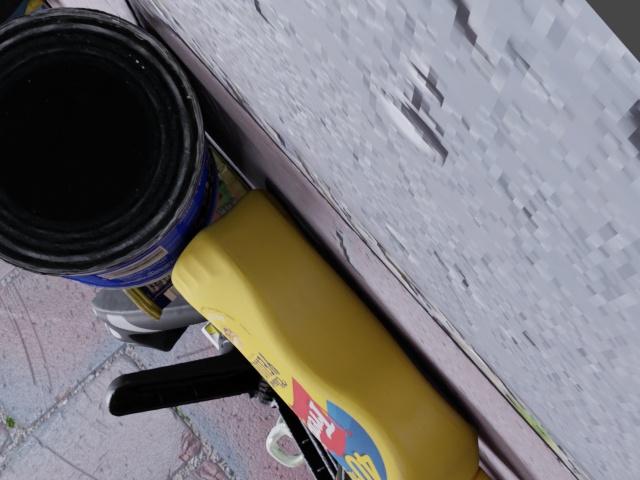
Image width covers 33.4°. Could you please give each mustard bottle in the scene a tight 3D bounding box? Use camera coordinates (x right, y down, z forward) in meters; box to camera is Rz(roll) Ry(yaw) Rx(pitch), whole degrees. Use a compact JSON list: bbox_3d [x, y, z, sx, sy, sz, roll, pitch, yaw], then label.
[{"bbox_3d":[0.015,0.067,0.481,0.191,0.058,0.096,48,161,2],"label":"mustard bottle"}]

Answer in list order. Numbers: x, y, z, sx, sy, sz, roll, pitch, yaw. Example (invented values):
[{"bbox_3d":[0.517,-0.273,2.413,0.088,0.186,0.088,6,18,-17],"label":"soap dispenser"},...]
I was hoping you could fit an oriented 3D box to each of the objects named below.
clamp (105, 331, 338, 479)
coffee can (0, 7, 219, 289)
[{"bbox_3d":[-0.043,0.089,0.716,0.164,0.036,0.210,21,-156,-1],"label":"clamp"},{"bbox_3d":[-0.098,-0.032,0.466,0.103,0.103,0.140,49,175,1],"label":"coffee can"}]
